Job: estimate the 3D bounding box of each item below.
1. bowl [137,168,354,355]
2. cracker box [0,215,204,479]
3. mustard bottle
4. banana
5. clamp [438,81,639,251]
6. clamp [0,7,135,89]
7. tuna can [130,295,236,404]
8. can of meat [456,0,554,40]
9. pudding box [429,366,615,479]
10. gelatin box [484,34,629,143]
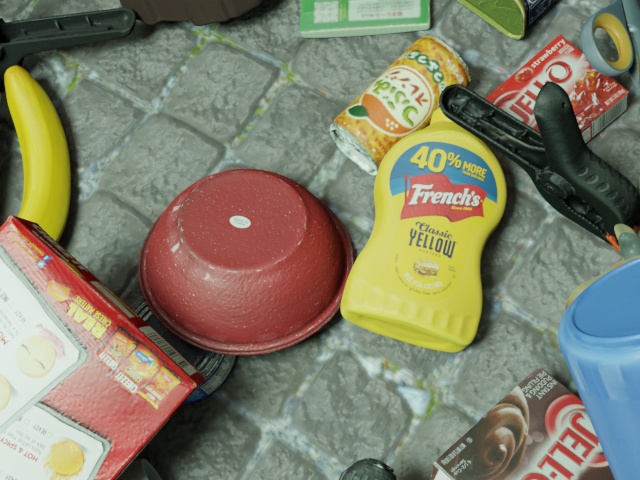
[{"bbox_3d":[-0.055,0.001,0.776,0.162,0.055,0.162,0,54,0],"label":"bowl"},{"bbox_3d":[-0.205,0.116,0.697,0.164,0.072,0.213,41,88,3],"label":"cracker box"},{"bbox_3d":[0.084,-0.022,0.773,0.096,0.058,0.191,17,71,0],"label":"mustard bottle"},{"bbox_3d":[-0.232,-0.052,0.859,0.037,0.069,0.198,-26,51,37],"label":"banana"},{"bbox_3d":[0.167,-0.052,0.721,0.171,0.120,0.039,36,85,-18],"label":"clamp"},{"bbox_3d":[-0.267,-0.169,0.888,0.210,0.164,0.036,-32,49,39],"label":"clamp"},{"bbox_3d":[-0.105,0.077,0.790,0.086,0.033,0.086,-5,67,10],"label":"tuna can"},{"bbox_3d":[0.150,-0.224,0.850,0.084,0.057,0.102,-44,66,-11],"label":"can of meat"},{"bbox_3d":[0.138,0.148,0.686,0.113,0.039,0.090,-36,62,-27],"label":"pudding box"},{"bbox_3d":[0.175,-0.101,0.807,0.089,0.030,0.073,-39,65,-6],"label":"gelatin box"}]
